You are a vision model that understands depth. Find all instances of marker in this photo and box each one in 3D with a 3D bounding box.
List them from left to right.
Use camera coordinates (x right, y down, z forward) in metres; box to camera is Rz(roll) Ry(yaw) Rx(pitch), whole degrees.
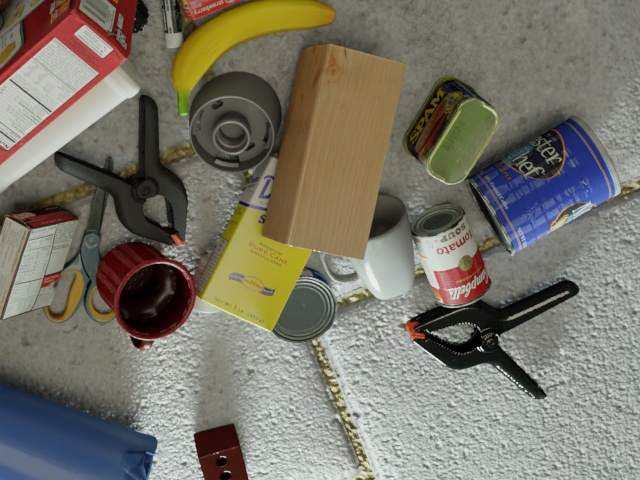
[{"bbox_3d":[-0.154,-0.256,1.081,0.020,0.020,0.121,-8,114,-9],"label":"marker"}]

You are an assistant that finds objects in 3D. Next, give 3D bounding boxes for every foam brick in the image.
[{"bbox_3d":[-0.118,0.272,1.295,0.053,0.051,0.078,-15,115,-6],"label":"foam brick"}]

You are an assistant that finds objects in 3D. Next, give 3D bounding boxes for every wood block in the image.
[{"bbox_3d":[0.012,-0.092,1.114,0.090,0.090,0.206,11,92,-20],"label":"wood block"}]

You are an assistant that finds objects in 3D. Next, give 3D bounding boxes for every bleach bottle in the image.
[{"bbox_3d":[-0.295,-0.103,1.070,0.251,0.102,0.068,-39,110,5],"label":"bleach bottle"}]

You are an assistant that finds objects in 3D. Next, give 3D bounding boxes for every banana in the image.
[{"bbox_3d":[-0.081,-0.207,1.101,0.197,0.037,0.069,-34,103,-7],"label":"banana"}]

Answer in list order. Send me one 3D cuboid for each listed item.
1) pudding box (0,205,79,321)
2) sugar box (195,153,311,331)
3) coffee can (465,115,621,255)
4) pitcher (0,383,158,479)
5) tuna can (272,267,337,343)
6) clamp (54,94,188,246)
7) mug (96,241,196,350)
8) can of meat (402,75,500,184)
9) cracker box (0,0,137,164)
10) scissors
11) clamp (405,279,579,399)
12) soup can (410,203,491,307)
[{"bbox_3d":[-0.308,0.023,1.126,0.039,0.090,0.113,26,106,17],"label":"pudding box"},{"bbox_3d":[-0.058,0.001,1.173,0.093,0.048,0.176,26,91,-21],"label":"sugar box"},{"bbox_3d":[0.250,-0.062,1.202,0.140,0.103,0.102,-30,115,2],"label":"coffee can"},{"bbox_3d":[-0.321,0.247,1.209,0.242,0.145,0.149,26,93,-17],"label":"pitcher"},{"bbox_3d":[-0.025,0.074,1.240,0.086,0.034,0.086,-4,113,-10],"label":"tuna can"},{"bbox_3d":[-0.203,-0.058,1.138,0.120,0.039,0.171,-24,117,-7],"label":"clamp"},{"bbox_3d":[-0.194,0.061,1.162,0.093,0.082,0.117,-7,112,-29],"label":"mug"},{"bbox_3d":[0.143,-0.119,1.166,0.057,0.084,0.102,25,106,-21],"label":"can of meat"},{"bbox_3d":[-0.262,-0.165,0.972,0.214,0.164,0.072,-34,125,23],"label":"cracker box"},{"bbox_3d":[-0.238,0.012,1.180,0.096,0.016,0.202,26,105,-22],"label":"scissors"},{"bbox_3d":[0.210,0.108,1.302,0.209,0.036,0.165,12,110,-16],"label":"clamp"},{"bbox_3d":[0.150,0.017,1.235,0.068,0.068,0.102,-24,115,-1],"label":"soup can"}]
